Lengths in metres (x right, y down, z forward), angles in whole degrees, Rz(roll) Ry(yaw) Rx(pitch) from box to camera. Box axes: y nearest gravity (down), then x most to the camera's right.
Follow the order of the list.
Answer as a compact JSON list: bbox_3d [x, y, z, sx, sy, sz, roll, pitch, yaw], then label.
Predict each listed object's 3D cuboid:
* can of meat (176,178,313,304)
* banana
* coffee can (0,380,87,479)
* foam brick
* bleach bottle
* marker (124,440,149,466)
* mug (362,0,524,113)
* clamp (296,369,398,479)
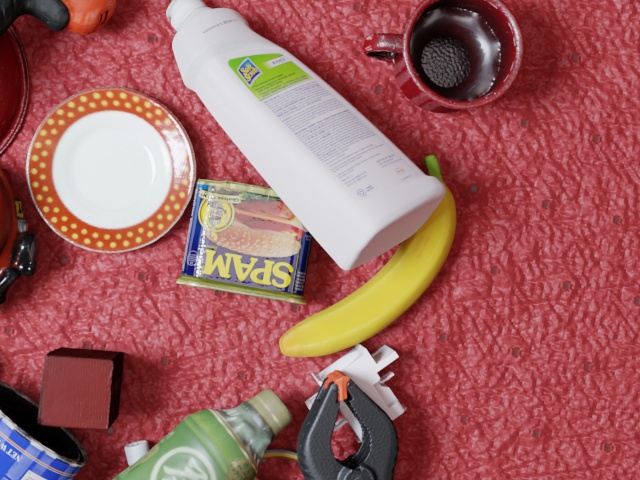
[{"bbox_3d":[-0.055,0.001,0.833,0.102,0.057,0.084,10,86,-6],"label":"can of meat"},{"bbox_3d":[0.050,0.027,0.851,0.069,0.037,0.197,39,83,-6],"label":"banana"},{"bbox_3d":[-0.257,0.186,0.788,0.103,0.103,0.140,40,86,-5],"label":"coffee can"},{"bbox_3d":[-0.180,0.111,0.809,0.051,0.078,0.053,6,89,-5],"label":"foam brick"},{"bbox_3d":[-0.024,-0.097,0.812,0.102,0.068,0.251,-28,70,-42],"label":"bleach bottle"},{"bbox_3d":[-0.133,0.219,0.843,0.020,0.020,0.121,-13,91,-6],"label":"marker"},{"bbox_3d":[0.091,-0.145,0.834,0.117,0.081,0.093,3,90,-6],"label":"mug"},{"bbox_3d":[0.016,0.188,0.810,0.120,0.039,0.171,-20,95,-20],"label":"clamp"}]
